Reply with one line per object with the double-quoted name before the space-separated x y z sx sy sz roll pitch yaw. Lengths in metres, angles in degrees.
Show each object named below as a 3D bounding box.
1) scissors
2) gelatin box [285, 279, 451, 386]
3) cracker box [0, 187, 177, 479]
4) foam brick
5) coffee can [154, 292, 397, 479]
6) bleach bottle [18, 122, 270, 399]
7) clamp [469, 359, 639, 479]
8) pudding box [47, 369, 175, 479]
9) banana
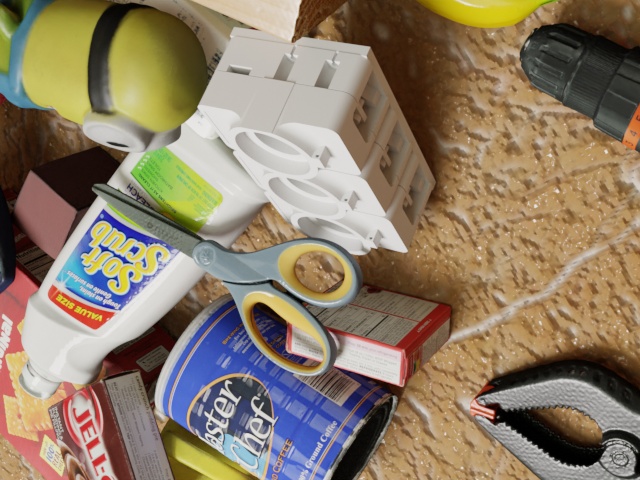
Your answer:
"scissors" -0.055 0.001 0.690 0.202 0.016 0.096 45 106 11
"gelatin box" 0.032 0.060 0.712 0.089 0.073 0.030 13 115 27
"cracker box" -0.236 0.089 0.893 0.214 0.072 0.164 41 124 12
"foam brick" -0.184 -0.029 0.808 0.051 0.078 0.053 41 125 13
"coffee can" -0.031 0.116 0.757 0.140 0.102 0.103 31 123 18
"bleach bottle" -0.135 0.022 0.763 0.102 0.068 0.251 43 109 12
"clamp" 0.196 0.119 0.657 0.210 0.036 0.165 21 120 24
"pudding box" -0.150 0.159 0.775 0.090 0.039 0.113 -30 78 47
"banana" 0.057 -0.186 0.622 0.198 0.037 0.070 45 105 7
